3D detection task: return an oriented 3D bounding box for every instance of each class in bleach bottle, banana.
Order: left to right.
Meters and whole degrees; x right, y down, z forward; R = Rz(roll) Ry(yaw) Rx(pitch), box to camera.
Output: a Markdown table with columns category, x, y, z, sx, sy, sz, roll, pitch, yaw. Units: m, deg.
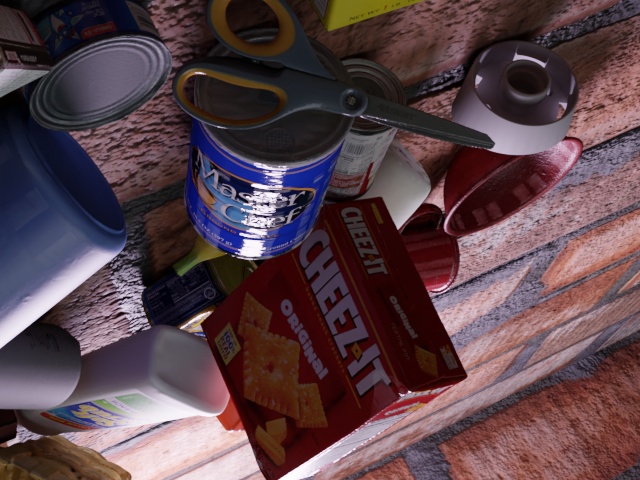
| category | x | y | z | sx | sy | sz | roll | pitch | yaw |
| --- | --- | --- | --- | --- | --- | --- | --- | --- | --- |
| bleach bottle | -0.205 | 0.146 | 1.012 | 0.251 | 0.068 | 0.102 | -21 | 142 | 38 |
| banana | -0.047 | -0.008 | 0.958 | 0.197 | 0.037 | 0.070 | -6 | 154 | -50 |

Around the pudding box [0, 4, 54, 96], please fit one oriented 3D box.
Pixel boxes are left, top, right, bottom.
| category | x | y | z | sx | sy | sz | roll | pitch | yaw |
| --- | --- | --- | --- | --- | --- | --- | --- | --- | --- |
| pudding box | -0.196 | -0.075 | 0.522 | 0.113 | 0.039 | 0.090 | -26 | -172 | 4 |

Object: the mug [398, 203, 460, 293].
| category | x | y | z | sx | sy | sz | roll | pitch | yaw |
| --- | --- | --- | --- | --- | --- | --- | --- | --- | --- |
| mug | 0.091 | 0.009 | 1.124 | 0.081 | 0.093 | 0.117 | -10 | 140 | -33 |

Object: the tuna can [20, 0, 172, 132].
| category | x | y | z | sx | sy | sz | roll | pitch | yaw |
| --- | --- | --- | --- | --- | --- | --- | --- | --- | --- |
| tuna can | -0.130 | -0.101 | 0.608 | 0.086 | 0.034 | 0.086 | -25 | 161 | -10 |

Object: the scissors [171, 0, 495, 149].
| category | x | y | z | sx | sy | sz | roll | pitch | yaw |
| --- | --- | --- | --- | --- | --- | --- | --- | --- | --- |
| scissors | 0.011 | -0.105 | 0.646 | 0.201 | 0.096 | 0.016 | 0 | -170 | -9 |

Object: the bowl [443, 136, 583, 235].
| category | x | y | z | sx | sy | sz | roll | pitch | yaw |
| --- | --- | --- | --- | --- | --- | --- | --- | --- | --- |
| bowl | 0.182 | -0.073 | 1.079 | 0.162 | 0.055 | 0.162 | -26 | 160 | -11 |

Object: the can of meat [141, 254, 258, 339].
| category | x | y | z | sx | sy | sz | roll | pitch | yaw |
| --- | --- | --- | --- | --- | --- | --- | --- | --- | --- |
| can of meat | -0.107 | 0.052 | 0.998 | 0.084 | 0.057 | 0.102 | -32 | 160 | 16 |

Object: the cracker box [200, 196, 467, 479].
| category | x | y | z | sx | sy | sz | roll | pitch | yaw |
| --- | --- | --- | --- | --- | --- | --- | --- | --- | --- |
| cracker box | 0.000 | 0.089 | 0.882 | 0.071 | 0.164 | 0.214 | -9 | 156 | -40 |

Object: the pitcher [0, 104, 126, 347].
| category | x | y | z | sx | sy | sz | roll | pitch | yaw |
| --- | --- | --- | --- | --- | --- | --- | --- | --- | --- |
| pitcher | -0.246 | 0.023 | 0.636 | 0.243 | 0.145 | 0.149 | -35 | -170 | 7 |

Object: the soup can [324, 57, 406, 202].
| category | x | y | z | sx | sy | sz | roll | pitch | yaw |
| --- | --- | --- | --- | --- | --- | --- | --- | --- | --- |
| soup can | 0.021 | -0.082 | 0.814 | 0.068 | 0.068 | 0.102 | -21 | 159 | -21 |

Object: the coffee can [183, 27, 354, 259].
| category | x | y | z | sx | sy | sz | roll | pitch | yaw |
| --- | --- | --- | --- | --- | --- | --- | --- | --- | --- |
| coffee can | -0.039 | -0.062 | 0.728 | 0.102 | 0.103 | 0.140 | -22 | 160 | -19 |
